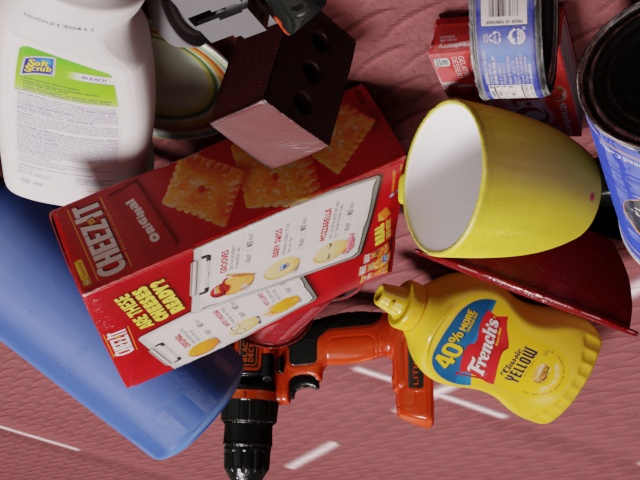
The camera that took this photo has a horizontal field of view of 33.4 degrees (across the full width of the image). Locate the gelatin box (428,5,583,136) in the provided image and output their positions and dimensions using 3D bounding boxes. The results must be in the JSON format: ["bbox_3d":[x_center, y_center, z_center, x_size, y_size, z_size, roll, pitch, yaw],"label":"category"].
[{"bbox_3d":[0.109,-0.093,0.616,0.073,0.030,0.089,0,151,22],"label":"gelatin box"}]

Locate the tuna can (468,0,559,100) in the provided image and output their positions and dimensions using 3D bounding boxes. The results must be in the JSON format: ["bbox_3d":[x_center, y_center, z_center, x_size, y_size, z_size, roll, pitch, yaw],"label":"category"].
[{"bbox_3d":[0.097,-0.112,0.525,0.034,0.086,0.086,1,151,18],"label":"tuna can"}]

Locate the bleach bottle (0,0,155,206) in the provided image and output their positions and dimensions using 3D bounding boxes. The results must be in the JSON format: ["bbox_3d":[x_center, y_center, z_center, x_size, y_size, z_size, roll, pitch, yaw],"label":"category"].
[{"bbox_3d":[-0.133,-0.098,0.608,0.102,0.068,0.251,6,157,-13],"label":"bleach bottle"}]

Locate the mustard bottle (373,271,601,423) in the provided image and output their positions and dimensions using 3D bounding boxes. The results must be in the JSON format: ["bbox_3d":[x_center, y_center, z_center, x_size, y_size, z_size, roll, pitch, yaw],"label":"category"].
[{"bbox_3d":[0.130,0.078,0.877,0.191,0.058,0.096,24,109,-18],"label":"mustard bottle"}]

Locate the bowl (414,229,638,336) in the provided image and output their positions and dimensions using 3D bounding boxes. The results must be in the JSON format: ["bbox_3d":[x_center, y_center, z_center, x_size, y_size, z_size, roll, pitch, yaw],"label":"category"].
[{"bbox_3d":[0.149,0.012,0.735,0.162,0.055,0.162,20,180,0],"label":"bowl"}]

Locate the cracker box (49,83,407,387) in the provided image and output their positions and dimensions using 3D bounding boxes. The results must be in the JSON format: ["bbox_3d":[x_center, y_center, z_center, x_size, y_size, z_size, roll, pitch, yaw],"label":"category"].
[{"bbox_3d":[-0.055,0.001,0.711,0.213,0.072,0.164,-23,155,-11],"label":"cracker box"}]

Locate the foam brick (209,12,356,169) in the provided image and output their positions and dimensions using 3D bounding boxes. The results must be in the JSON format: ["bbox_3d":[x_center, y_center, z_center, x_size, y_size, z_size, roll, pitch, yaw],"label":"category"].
[{"bbox_3d":[-0.022,-0.092,0.625,0.051,0.078,0.053,-14,143,44],"label":"foam brick"}]

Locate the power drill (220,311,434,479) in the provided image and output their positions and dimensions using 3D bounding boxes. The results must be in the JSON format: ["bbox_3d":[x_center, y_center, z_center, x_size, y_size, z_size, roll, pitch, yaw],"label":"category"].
[{"bbox_3d":[0.005,0.123,0.932,0.187,0.184,0.057,1,169,5],"label":"power drill"}]

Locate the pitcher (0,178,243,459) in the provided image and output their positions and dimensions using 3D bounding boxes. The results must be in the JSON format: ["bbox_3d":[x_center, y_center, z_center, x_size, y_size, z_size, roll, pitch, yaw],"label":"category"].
[{"bbox_3d":[-0.172,0.050,0.830,0.242,0.145,0.149,43,162,-10],"label":"pitcher"}]
